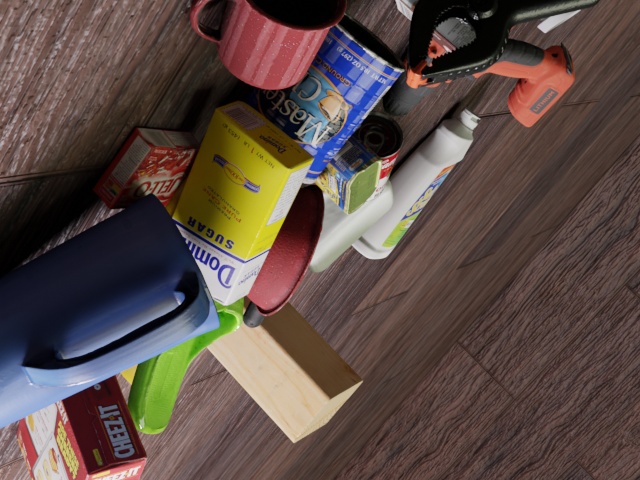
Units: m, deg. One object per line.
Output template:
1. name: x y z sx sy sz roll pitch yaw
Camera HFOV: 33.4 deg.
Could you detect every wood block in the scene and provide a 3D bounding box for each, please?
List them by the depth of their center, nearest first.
1. wood block: -0.059 0.147 1.383 0.090 0.206 0.090 -53 162 26

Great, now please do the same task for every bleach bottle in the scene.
1. bleach bottle: 0.139 -0.087 1.547 0.251 0.068 0.102 -52 163 16

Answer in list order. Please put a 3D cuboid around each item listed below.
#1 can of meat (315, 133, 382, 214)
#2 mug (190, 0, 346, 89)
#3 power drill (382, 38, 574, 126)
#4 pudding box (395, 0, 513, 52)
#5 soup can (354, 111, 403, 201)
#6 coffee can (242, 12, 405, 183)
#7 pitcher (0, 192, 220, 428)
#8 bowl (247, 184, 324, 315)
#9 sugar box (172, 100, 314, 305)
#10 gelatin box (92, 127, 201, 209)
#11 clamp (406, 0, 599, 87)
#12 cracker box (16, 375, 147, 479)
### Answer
1. can of meat: 0.022 -0.088 1.221 0.057 0.084 0.102 -39 163 -16
2. mug: -0.047 -0.177 0.855 0.117 0.093 0.082 1 147 -23
3. power drill: 0.186 -0.192 1.250 0.187 0.057 0.185 12 143 -25
4. pudding box: 0.143 -0.242 1.083 0.090 0.113 0.039 -45 160 1
5. soup can: 0.057 -0.101 1.303 0.068 0.068 0.102 -36 162 -26
6. coffee can: -0.003 -0.139 1.003 0.140 0.103 0.102 -50 163 18
7. pitcher: -0.213 0.072 0.903 0.242 0.145 0.149 -28 165 -14
8. bowl: -0.058 0.001 1.216 0.162 0.055 0.162 -52 -154 37
9. sugar box: -0.081 -0.031 0.981 0.048 0.093 0.176 -28 152 -51
10. gelatin box: -0.151 -0.064 0.959 0.073 0.030 0.089 -50 163 19
11. clamp: 0.161 -0.218 1.019 0.210 0.164 0.036 -55 170 -17
12. cracker box: -0.258 0.218 1.137 0.072 0.164 0.214 -11 148 -30
